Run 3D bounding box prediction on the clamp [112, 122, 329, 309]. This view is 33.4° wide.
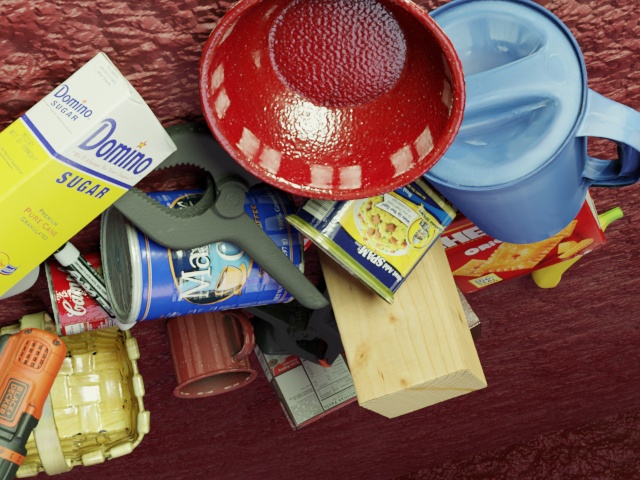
[{"bbox_3d":[-0.062,-0.044,0.784,0.209,0.165,0.036,15,-168,-25],"label":"clamp"}]

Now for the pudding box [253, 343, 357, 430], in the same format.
[{"bbox_3d":[-0.015,0.155,1.267,0.090,0.113,0.039,-24,169,-15],"label":"pudding box"}]

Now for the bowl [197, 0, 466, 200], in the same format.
[{"bbox_3d":[0.008,-0.102,0.657,0.162,0.055,0.162,4,133,4],"label":"bowl"}]

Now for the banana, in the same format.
[{"bbox_3d":[0.288,0.020,1.265,0.069,0.037,0.198,-8,159,-17],"label":"banana"}]

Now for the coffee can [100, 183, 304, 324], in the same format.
[{"bbox_3d":[-0.097,0.008,0.861,0.140,0.103,0.103,-6,158,-24],"label":"coffee can"}]

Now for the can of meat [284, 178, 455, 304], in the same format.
[{"bbox_3d":[0.039,-0.016,0.785,0.102,0.058,0.084,40,88,-32],"label":"can of meat"}]

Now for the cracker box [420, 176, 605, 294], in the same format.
[{"bbox_3d":[0.173,-0.023,1.018,0.164,0.072,0.213,-20,159,16],"label":"cracker box"}]

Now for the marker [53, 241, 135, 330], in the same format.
[{"bbox_3d":[-0.193,0.028,0.877,0.020,0.020,0.121,-24,122,22],"label":"marker"}]

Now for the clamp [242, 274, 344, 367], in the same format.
[{"bbox_3d":[-0.028,0.076,1.052,0.120,0.039,0.171,4,146,13],"label":"clamp"}]

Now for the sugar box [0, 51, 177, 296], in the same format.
[{"bbox_3d":[-0.181,-0.033,0.682,0.176,0.048,0.093,-39,160,-3],"label":"sugar box"}]

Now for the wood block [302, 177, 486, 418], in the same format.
[{"bbox_3d":[0.058,0.029,0.878,0.090,0.206,0.090,-20,159,13],"label":"wood block"}]

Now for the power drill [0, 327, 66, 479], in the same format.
[{"bbox_3d":[-0.326,0.134,0.878,0.187,0.184,0.057,23,159,-5],"label":"power drill"}]

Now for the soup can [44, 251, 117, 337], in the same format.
[{"bbox_3d":[-0.185,0.042,0.937,0.102,0.068,0.068,-11,159,-14],"label":"soup can"}]

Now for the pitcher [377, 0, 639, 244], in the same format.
[{"bbox_3d":[0.146,-0.070,0.787,0.145,0.149,0.242,-33,160,9],"label":"pitcher"}]

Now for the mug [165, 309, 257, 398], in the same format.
[{"bbox_3d":[-0.115,0.114,1.157,0.093,0.081,0.117,5,152,-43],"label":"mug"}]
